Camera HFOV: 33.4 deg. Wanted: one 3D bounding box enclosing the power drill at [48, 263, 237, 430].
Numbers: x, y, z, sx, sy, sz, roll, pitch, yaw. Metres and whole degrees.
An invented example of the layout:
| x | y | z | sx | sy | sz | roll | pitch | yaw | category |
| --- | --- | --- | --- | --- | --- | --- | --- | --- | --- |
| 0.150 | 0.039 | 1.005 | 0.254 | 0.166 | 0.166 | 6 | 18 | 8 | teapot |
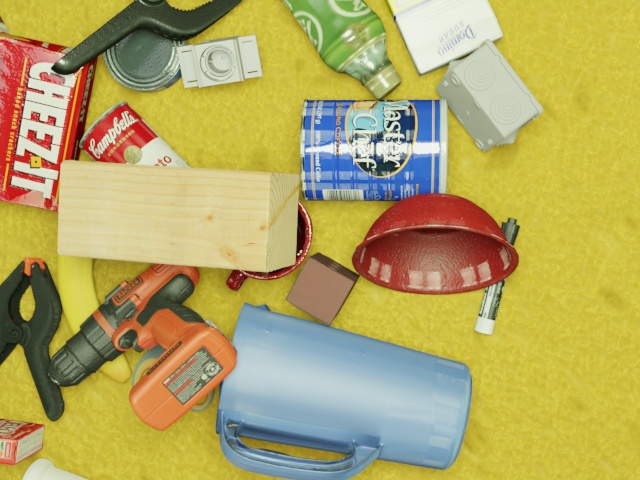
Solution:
| x | y | z | sx | sy | sz | roll | pitch | yaw | category |
| --- | --- | --- | --- | --- | --- | --- | --- | --- | --- |
| -0.172 | 0.104 | 1.029 | 0.184 | 0.188 | 0.057 | -43 | 125 | -5 | power drill |

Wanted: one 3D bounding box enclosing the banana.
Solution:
| x | y | z | sx | sy | sz | roll | pitch | yaw | category |
| --- | --- | --- | --- | --- | --- | --- | --- | --- | --- |
| -0.241 | 0.053 | 1.122 | 0.069 | 0.037 | 0.198 | -3 | 92 | 6 | banana |

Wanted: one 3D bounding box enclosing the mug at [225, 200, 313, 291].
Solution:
| x | y | z | sx | sy | sz | roll | pitch | yaw | category |
| --- | --- | --- | --- | --- | --- | --- | --- | --- | --- |
| -0.057 | 0.001 | 1.080 | 0.093 | 0.081 | 0.117 | 32 | 95 | 3 | mug |

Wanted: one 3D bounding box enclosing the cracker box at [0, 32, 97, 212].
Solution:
| x | y | z | sx | sy | sz | roll | pitch | yaw | category |
| --- | --- | --- | --- | --- | --- | --- | --- | --- | --- |
| -0.348 | -0.131 | 1.077 | 0.213 | 0.072 | 0.164 | 12 | 104 | -6 | cracker box |

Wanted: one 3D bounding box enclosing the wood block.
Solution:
| x | y | z | sx | sy | sz | roll | pitch | yaw | category |
| --- | --- | --- | --- | --- | --- | --- | --- | --- | --- |
| -0.133 | -0.025 | 1.003 | 0.206 | 0.090 | 0.090 | 4 | 94 | 15 | wood block |

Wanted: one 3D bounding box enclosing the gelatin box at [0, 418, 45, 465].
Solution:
| x | y | z | sx | sy | sz | roll | pitch | yaw | category |
| --- | --- | --- | --- | --- | --- | --- | --- | --- | --- |
| -0.336 | 0.207 | 1.111 | 0.073 | 0.089 | 0.030 | 7 | 92 | 4 | gelatin box |

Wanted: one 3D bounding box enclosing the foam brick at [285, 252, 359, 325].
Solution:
| x | y | z | sx | sy | sz | roll | pitch | yaw | category |
| --- | --- | --- | --- | --- | --- | --- | --- | --- | --- |
| 0.003 | 0.047 | 1.079 | 0.053 | 0.078 | 0.051 | 30 | 96 | 3 | foam brick |

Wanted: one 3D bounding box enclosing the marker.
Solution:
| x | y | z | sx | sy | sz | roll | pitch | yaw | category |
| --- | --- | --- | --- | --- | --- | --- | --- | --- | --- |
| 0.181 | 0.036 | 1.091 | 0.020 | 0.020 | 0.121 | 14 | 94 | 4 | marker |

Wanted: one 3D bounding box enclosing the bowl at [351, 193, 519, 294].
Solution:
| x | y | z | sx | sy | sz | roll | pitch | yaw | category |
| --- | --- | --- | --- | --- | --- | --- | --- | --- | --- |
| 0.112 | -0.002 | 1.045 | 0.162 | 0.162 | 0.055 | 1 | 65 | 5 | bowl |

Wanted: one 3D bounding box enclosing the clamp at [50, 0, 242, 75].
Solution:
| x | y | z | sx | sy | sz | roll | pitch | yaw | category |
| --- | --- | --- | --- | --- | --- | --- | --- | --- | --- |
| -0.177 | -0.255 | 1.057 | 0.209 | 0.036 | 0.164 | -12 | 91 | -25 | clamp |

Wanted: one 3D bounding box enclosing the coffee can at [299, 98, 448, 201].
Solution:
| x | y | z | sx | sy | sz | roll | pitch | yaw | category |
| --- | --- | --- | --- | --- | --- | --- | --- | --- | --- |
| 0.054 | -0.089 | 1.056 | 0.140 | 0.102 | 0.103 | 1 | 92 | 5 | coffee can |

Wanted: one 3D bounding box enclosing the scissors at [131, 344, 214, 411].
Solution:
| x | y | z | sx | sy | sz | roll | pitch | yaw | category |
| --- | --- | --- | --- | --- | --- | --- | --- | --- | --- |
| -0.175 | 0.091 | 1.128 | 0.096 | 0.016 | 0.202 | -22 | 90 | 6 | scissors |

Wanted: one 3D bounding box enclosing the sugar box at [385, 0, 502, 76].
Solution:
| x | y | z | sx | sy | sz | roll | pitch | yaw | category |
| --- | --- | --- | --- | --- | --- | --- | --- | --- | --- |
| 0.106 | -0.264 | 1.074 | 0.093 | 0.048 | 0.176 | -23 | 93 | 5 | sugar box |

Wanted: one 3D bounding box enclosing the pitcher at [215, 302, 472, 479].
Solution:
| x | y | z | sx | sy | sz | roll | pitch | yaw | category |
| --- | --- | --- | --- | --- | --- | --- | --- | --- | --- |
| 0.020 | 0.158 | 1.053 | 0.243 | 0.145 | 0.149 | 12 | 90 | 2 | pitcher |

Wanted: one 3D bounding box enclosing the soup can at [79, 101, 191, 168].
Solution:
| x | y | z | sx | sy | sz | roll | pitch | yaw | category |
| --- | --- | --- | --- | --- | --- | --- | --- | --- | --- |
| -0.188 | -0.083 | 1.096 | 0.102 | 0.068 | 0.068 | 45 | 95 | 1 | soup can |

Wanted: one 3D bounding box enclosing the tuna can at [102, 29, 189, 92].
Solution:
| x | y | z | sx | sy | sz | roll | pitch | yaw | category |
| --- | --- | --- | --- | --- | --- | --- | --- | --- | --- |
| -0.180 | -0.197 | 1.107 | 0.086 | 0.033 | 0.086 | 0 | 92 | 5 | tuna can |

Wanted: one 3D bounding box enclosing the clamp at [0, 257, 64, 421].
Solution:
| x | y | z | sx | sy | sz | roll | pitch | yaw | category |
| --- | --- | --- | --- | --- | --- | --- | --- | --- | --- |
| -0.307 | 0.106 | 1.128 | 0.120 | 0.039 | 0.171 | 18 | 95 | 8 | clamp |
